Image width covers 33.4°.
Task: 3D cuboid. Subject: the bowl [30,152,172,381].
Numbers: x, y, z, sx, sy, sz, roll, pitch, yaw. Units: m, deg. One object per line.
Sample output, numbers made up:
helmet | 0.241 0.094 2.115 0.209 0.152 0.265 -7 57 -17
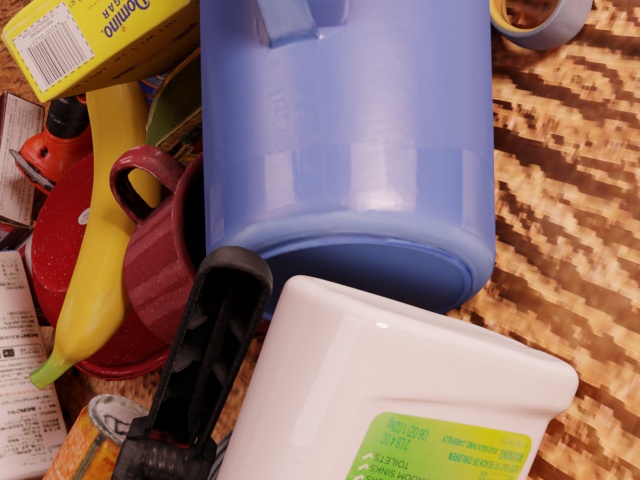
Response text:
bowl | -0.120 -0.002 0.633 0.162 0.055 0.162 -18 57 30

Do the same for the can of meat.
can of meat | -0.032 -0.063 0.553 0.102 0.083 0.057 -28 45 48

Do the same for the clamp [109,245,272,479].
clamp | -0.058 0.079 0.418 0.210 0.036 0.164 -169 99 -84

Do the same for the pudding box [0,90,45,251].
pudding box | -0.242 -0.040 0.786 0.090 0.039 0.113 -36 47 40

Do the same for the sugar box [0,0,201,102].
sugar box | -0.078 -0.119 0.553 0.093 0.048 0.176 -28 2 21

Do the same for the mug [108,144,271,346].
mug | -0.053 0.001 0.513 0.082 0.117 0.093 -30 25 54

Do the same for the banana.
banana | -0.115 -0.020 0.573 0.070 0.037 0.198 -5 64 26

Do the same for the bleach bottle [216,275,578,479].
bleach bottle | -0.004 0.144 0.349 0.068 0.102 0.251 22 93 58

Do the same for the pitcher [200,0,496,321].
pitcher | 0.006 -0.095 0.435 0.145 0.149 0.243 -41 44 54

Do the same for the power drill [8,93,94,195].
power drill | -0.120 -0.121 0.710 0.057 0.184 0.188 38 121 24
